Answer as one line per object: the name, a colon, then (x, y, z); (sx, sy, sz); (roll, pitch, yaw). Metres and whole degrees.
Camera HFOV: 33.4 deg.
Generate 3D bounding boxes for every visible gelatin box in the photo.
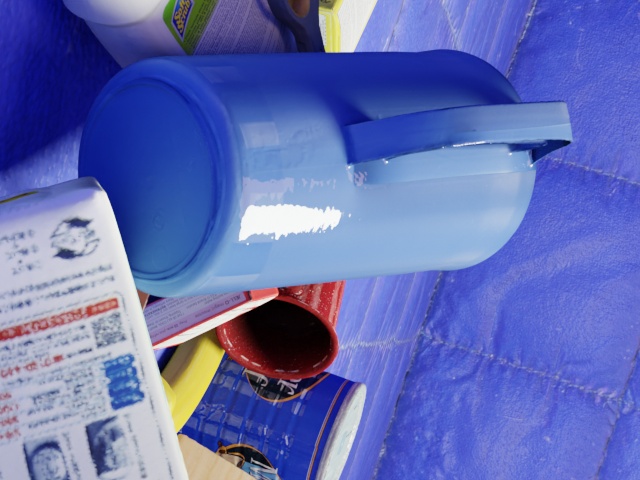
gelatin box: (-0.079, 0.043, 0.719); (0.030, 0.089, 0.073); (65, 11, 6)

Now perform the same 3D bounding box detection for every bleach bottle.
bleach bottle: (-0.072, -0.129, 0.541); (0.250, 0.068, 0.102); (50, 57, -73)

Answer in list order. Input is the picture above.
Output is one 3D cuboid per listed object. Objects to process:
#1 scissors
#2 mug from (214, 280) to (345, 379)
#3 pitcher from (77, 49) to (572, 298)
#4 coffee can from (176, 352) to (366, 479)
scissors: (-0.003, -0.132, 0.637); (0.201, 0.016, 0.096); (65, 33, -60)
mug: (-0.023, 0.037, 0.802); (0.081, 0.093, 0.117); (-75, 179, -46)
pitcher: (0.007, -0.040, 0.552); (0.242, 0.145, 0.149); (-9, 134, -50)
coffee can: (-0.045, 0.142, 0.870); (0.102, 0.140, 0.103); (19, 90, -78)
